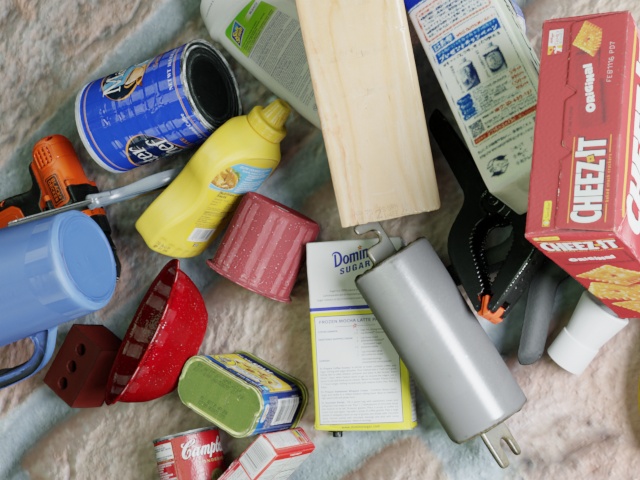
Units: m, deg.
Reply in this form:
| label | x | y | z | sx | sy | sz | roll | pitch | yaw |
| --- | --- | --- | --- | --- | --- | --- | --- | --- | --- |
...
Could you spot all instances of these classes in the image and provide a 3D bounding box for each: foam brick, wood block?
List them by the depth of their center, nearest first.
| label | x | y | z | sx | sy | sz | roll | pitch | yaw |
| --- | --- | --- | --- | --- | --- | --- | --- | --- | --- |
| wood block | 0.040 | -0.127 | 0.927 | 0.090 | 0.091 | 0.206 | -11 | 105 | 3 |
| foam brick | -0.254 | 0.136 | 1.160 | 0.053 | 0.051 | 0.078 | 35 | 103 | 27 |

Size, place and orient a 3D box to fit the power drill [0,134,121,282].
| label | x | y | z | sx | sy | sz | roll | pitch | yaw |
| --- | --- | --- | --- | --- | --- | --- | --- | --- | --- |
| power drill | -0.320 | -0.001 | 1.207 | 0.188 | 0.057 | 0.184 | -30 | 75 | 22 |

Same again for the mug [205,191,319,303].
| label | x | y | z | sx | sy | sz | roll | pitch | yaw |
| --- | --- | --- | --- | --- | --- | --- | --- | --- | --- |
| mug | -0.057 | 0.001 | 1.047 | 0.081 | 0.093 | 0.117 | -64 | 26 | 5 |

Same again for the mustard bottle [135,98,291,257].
| label | x | y | z | sx | sy | sz | roll | pitch | yaw |
| --- | --- | --- | --- | --- | --- | --- | --- | --- | --- |
| mustard bottle | -0.094 | -0.065 | 1.053 | 0.192 | 0.096 | 0.058 | -46 | 65 | 23 |

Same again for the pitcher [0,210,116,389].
| label | x | y | z | sx | sy | sz | roll | pitch | yaw |
| --- | --- | --- | --- | --- | --- | --- | --- | --- | --- |
| pitcher | -0.337 | 0.060 | 1.124 | 0.243 | 0.149 | 0.145 | -17 | 55 | 21 |

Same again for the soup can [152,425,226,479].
| label | x | y | z | sx | sy | sz | roll | pitch | yaw |
| --- | --- | --- | --- | --- | --- | --- | --- | --- | --- |
| soup can | -0.125 | 0.243 | 1.070 | 0.069 | 0.068 | 0.102 | -19 | 78 | 27 |

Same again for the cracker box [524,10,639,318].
| label | x | y | z | sx | sy | sz | roll | pitch | yaw |
| --- | --- | --- | --- | --- | --- | --- | --- | --- | --- |
| cracker box | 0.226 | -0.046 | 0.793 | 0.072 | 0.213 | 0.164 | -3 | 70 | 31 |

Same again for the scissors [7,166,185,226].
| label | x | y | z | sx | sy | sz | roll | pitch | yaw |
| --- | --- | --- | --- | --- | --- | --- | --- | --- | --- |
| scissors | -0.205 | -0.046 | 1.062 | 0.096 | 0.201 | 0.016 | -18 | 91 | 37 |

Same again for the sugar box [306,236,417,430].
| label | x | y | z | sx | sy | sz | roll | pitch | yaw |
| --- | --- | --- | --- | --- | --- | --- | --- | --- | --- |
| sugar box | 0.038 | 0.088 | 0.994 | 0.093 | 0.048 | 0.176 | -3 | 82 | 13 |

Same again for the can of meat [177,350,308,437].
| label | x | y | z | sx | sy | sz | roll | pitch | yaw |
| --- | --- | --- | --- | --- | --- | --- | --- | --- | --- |
| can of meat | -0.077 | 0.149 | 1.041 | 0.102 | 0.083 | 0.057 | 26 | 99 | 28 |

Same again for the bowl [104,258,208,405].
| label | x | y | z | sx | sy | sz | roll | pitch | yaw |
| --- | --- | --- | --- | --- | --- | --- | --- | --- | --- |
| bowl | -0.158 | 0.102 | 1.079 | 0.055 | 0.162 | 0.162 | 27 | 103 | -16 |

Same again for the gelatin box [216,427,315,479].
| label | x | y | z | sx | sy | sz | roll | pitch | yaw |
| --- | --- | --- | --- | --- | --- | --- | --- | --- | --- |
| gelatin box | -0.057 | 0.221 | 1.030 | 0.089 | 0.073 | 0.030 | -48 | 65 | 18 |

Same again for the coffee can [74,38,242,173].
| label | x | y | z | sx | sy | sz | roll | pitch | yaw |
| --- | --- | --- | --- | --- | --- | --- | --- | --- | --- |
| coffee can | -0.167 | -0.137 | 1.103 | 0.140 | 0.102 | 0.103 | -16 | 79 | 27 |

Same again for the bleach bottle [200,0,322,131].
| label | x | y | z | sx | sy | sz | roll | pitch | yaw |
| --- | --- | --- | --- | --- | --- | --- | --- | --- | --- |
| bleach bottle | -0.036 | -0.204 | 1.058 | 0.251 | 0.068 | 0.103 | 43 | 106 | 27 |

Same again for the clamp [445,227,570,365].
| label | x | y | z | sx | sy | sz | roll | pitch | yaw |
| --- | --- | --- | --- | --- | --- | --- | --- | --- | --- |
| clamp | 0.193 | 0.021 | 0.923 | 0.172 | 0.039 | 0.120 | -46 | 64 | 19 |

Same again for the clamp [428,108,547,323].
| label | x | y | z | sx | sy | sz | roll | pitch | yaw |
| --- | --- | --- | --- | --- | --- | --- | --- | --- | --- |
| clamp | 0.150 | -0.034 | 0.927 | 0.165 | 0.036 | 0.210 | 4 | 74 | 40 |
